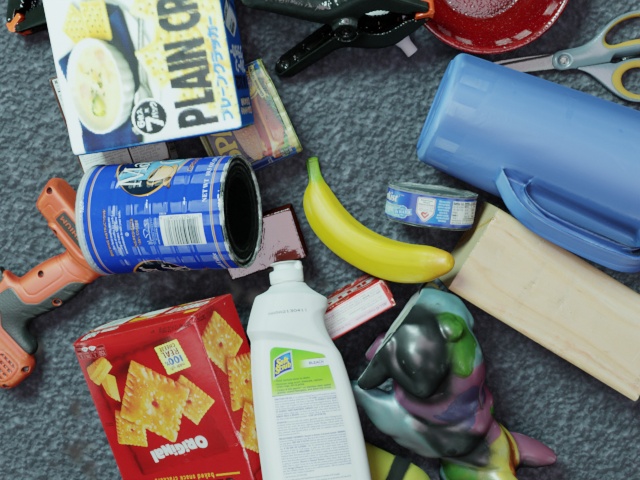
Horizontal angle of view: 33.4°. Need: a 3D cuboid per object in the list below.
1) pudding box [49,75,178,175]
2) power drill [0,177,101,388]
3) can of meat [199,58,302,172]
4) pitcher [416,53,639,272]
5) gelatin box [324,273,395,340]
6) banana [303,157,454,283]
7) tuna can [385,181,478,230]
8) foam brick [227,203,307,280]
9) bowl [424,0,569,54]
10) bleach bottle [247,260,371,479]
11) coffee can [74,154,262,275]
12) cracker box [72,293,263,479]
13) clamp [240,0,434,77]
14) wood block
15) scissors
[{"bbox_3d":[-0.198,-0.117,1.027,0.090,0.039,0.113,-17,96,4],"label":"pudding box"},{"bbox_3d":[-0.302,0.026,1.038,0.188,0.057,0.184,-40,99,8],"label":"power drill"},{"bbox_3d":[-0.074,-0.112,1.018,0.084,0.057,0.102,-24,97,1],"label":"can of meat"},{"bbox_3d":[0.215,-0.074,0.980,0.243,0.149,0.145,21,96,1],"label":"pitcher"},{"bbox_3d":[0.027,0.064,1.032,0.089,0.073,0.030,-31,96,4],"label":"gelatin box"},{"bbox_3d":[0.043,-0.003,1.000,0.198,0.037,0.070,37,138,33],"label":"banana"},{"bbox_3d":[0.104,-0.033,1.012,0.086,0.086,0.034,7,99,-1],"label":"tuna can"},{"bbox_3d":[-0.057,0.001,1.034,0.078,0.053,0.051,-17,97,3],"label":"foam brick"},{"bbox_3d":[0.154,-0.254,0.997,0.162,0.055,0.162,0,98,0],"label":"bowl"},{"bbox_3d":[-0.009,0.143,0.960,0.102,0.068,0.251,-5,81,-12],"label":"bleach bottle"},{"bbox_3d":[-0.135,-0.023,0.966,0.140,0.102,0.103,-3,98,16],"label":"coffee can"},{"bbox_3d":[-0.128,0.172,1.013,0.164,0.072,0.214,-14,98,34],"label":"cracker box"},{"bbox_3d":[0.019,-0.196,0.978,0.171,0.120,0.039,-1,66,7],"label":"clamp"},{"bbox_3d":[0.227,0.055,1.021,0.206,0.091,0.090,31,96,-3],"label":"wood block"},{"bbox_3d":[0.247,-0.158,1.030,0.202,0.016,0.096,-22,97,3],"label":"scissors"}]
